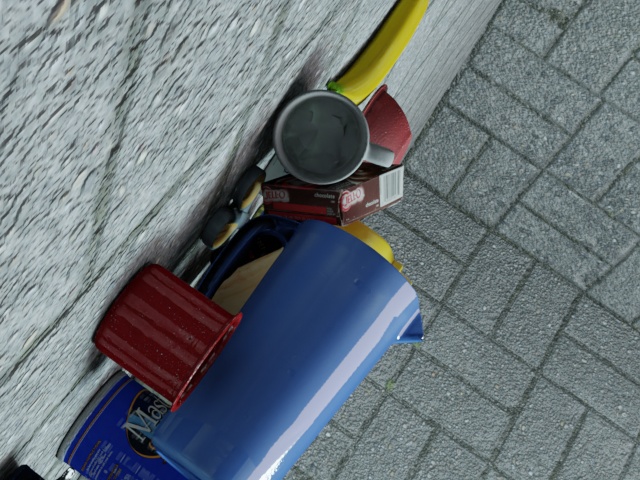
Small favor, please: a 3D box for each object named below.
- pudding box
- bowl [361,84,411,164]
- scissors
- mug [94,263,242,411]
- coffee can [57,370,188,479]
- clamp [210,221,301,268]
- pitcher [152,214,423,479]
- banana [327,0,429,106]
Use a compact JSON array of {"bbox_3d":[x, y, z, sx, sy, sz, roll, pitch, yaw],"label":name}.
[{"bbox_3d":[0.013,-0.046,0.995,0.113,0.090,0.039,-22,114,-52],"label":"pudding box"},{"bbox_3d":[0.056,-0.090,1.186,0.162,0.055,0.162,-60,175,-10],"label":"bowl"},{"bbox_3d":[-0.070,-0.036,1.039,0.096,0.016,0.201,-56,177,13],"label":"scissors"},{"bbox_3d":[-0.118,0.070,0.838,0.093,0.081,0.117,-56,176,14],"label":"mug"},{"bbox_3d":[-0.163,0.206,1.017,0.103,0.140,0.103,-55,176,-6],"label":"coffee can"},{"bbox_3d":[-0.057,0.001,1.118,0.120,0.039,0.171,-22,180,-4],"label":"clamp"},{"bbox_3d":[-0.041,0.103,0.922,0.242,0.149,0.145,-52,134,-17],"label":"pitcher"},{"bbox_3d":[0.063,-0.200,1.143,0.197,0.037,0.070,-53,178,-29],"label":"banana"}]
